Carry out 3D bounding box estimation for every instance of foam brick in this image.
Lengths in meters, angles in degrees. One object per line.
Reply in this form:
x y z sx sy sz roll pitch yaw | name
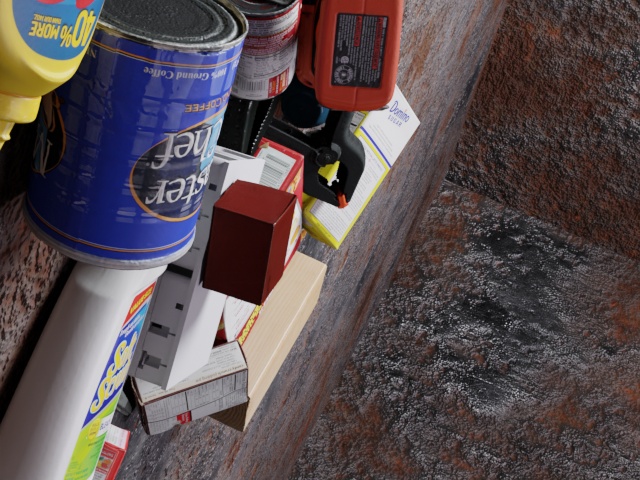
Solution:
-0.055 0.001 0.825 0.053 0.051 0.078 -55 160 -57 | foam brick

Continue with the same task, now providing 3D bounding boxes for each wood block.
-0.080 0.108 1.261 0.090 0.091 0.205 104 13 -52 | wood block

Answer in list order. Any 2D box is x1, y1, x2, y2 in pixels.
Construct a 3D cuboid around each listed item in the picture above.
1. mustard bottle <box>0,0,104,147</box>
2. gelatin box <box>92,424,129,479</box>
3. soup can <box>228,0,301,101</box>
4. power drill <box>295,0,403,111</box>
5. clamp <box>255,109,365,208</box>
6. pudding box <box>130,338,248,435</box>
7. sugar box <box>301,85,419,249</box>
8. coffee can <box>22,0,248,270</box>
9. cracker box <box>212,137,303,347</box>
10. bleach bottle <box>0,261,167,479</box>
-0.126 -0.129 0.477 0.192 0.058 0.096 -68 170 14 | mustard bottle
-0.200 0.206 0.954 0.073 0.030 0.089 -65 -171 -2 | gelatin box
-0.049 -0.161 0.807 0.102 0.068 0.068 100 17 -59 | soup can
0.018 -0.184 0.784 0.187 0.057 0.184 -104 -165 -66 | power drill
0.009 -0.100 1.046 0.171 0.120 0.039 54 16 -51 | clamp
-0.127 0.146 1.057 0.113 0.039 0.090 -19 153 -15 | pudding box
0.033 -0.088 1.167 0.176 0.048 0.093 -58 146 -11 | sugar box
-0.107 -0.069 0.602 0.102 0.103 0.140 -51 163 -58 | coffee can
-0.084 0.014 1.060 0.164 0.072 0.214 -61 171 -21 | cracker box
-0.165 0.069 0.765 0.102 0.068 0.251 2 110 -81 | bleach bottle
